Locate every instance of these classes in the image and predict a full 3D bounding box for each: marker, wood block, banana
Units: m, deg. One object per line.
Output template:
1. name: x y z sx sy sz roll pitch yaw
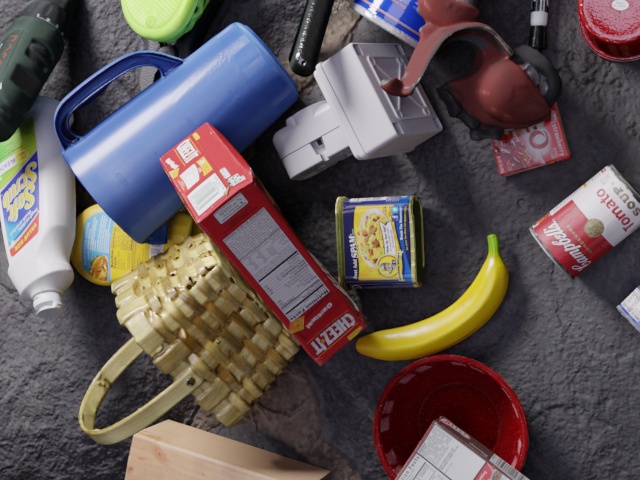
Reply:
1. marker: 0.224 -0.251 1.088 0.020 0.020 0.121 4 93 19
2. wood block: -0.105 0.276 1.179 0.206 0.090 0.090 14 96 18
3. banana: 0.129 0.079 1.123 0.198 0.037 0.070 -39 68 15

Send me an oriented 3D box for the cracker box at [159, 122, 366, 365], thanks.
1. cracker box: -0.057 0.001 1.063 0.072 0.164 0.213 -39 122 -1

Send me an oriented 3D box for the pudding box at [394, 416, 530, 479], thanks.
1. pudding box: 0.138 0.245 1.063 0.113 0.039 0.090 36 103 17

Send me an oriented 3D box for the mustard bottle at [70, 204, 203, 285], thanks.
1. mustard bottle: -0.231 0.006 1.231 0.192 0.058 0.096 7 97 18

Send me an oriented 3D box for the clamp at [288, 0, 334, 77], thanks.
1. clamp: 0.005 -0.266 1.095 0.036 0.164 0.210 17 94 -7

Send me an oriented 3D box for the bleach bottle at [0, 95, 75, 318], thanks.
1. bleach bottle: -0.316 -0.034 1.212 0.103 0.068 0.251 -26 63 23

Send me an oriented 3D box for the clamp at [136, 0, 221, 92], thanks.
1. clamp: -0.161 -0.215 1.212 0.120 0.039 0.171 -8 88 22

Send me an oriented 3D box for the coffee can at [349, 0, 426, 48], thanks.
1. coffee can: 0.109 -0.271 1.082 0.103 0.102 0.140 35 102 15

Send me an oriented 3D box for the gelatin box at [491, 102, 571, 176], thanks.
1. gelatin box: 0.209 -0.117 1.091 0.073 0.030 0.089 -15 87 18

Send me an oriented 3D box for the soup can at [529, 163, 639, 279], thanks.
1. soup can: 0.268 -0.018 1.055 0.102 0.068 0.068 -41 79 15

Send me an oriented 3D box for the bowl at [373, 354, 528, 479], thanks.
1. bowl: 0.139 0.196 1.111 0.162 0.055 0.162 1 92 19

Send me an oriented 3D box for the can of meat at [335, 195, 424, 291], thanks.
1. can of meat: 0.064 0.002 1.131 0.084 0.057 0.102 -2 92 17

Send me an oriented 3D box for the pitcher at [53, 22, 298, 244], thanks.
1. pitcher: -0.152 -0.126 1.137 0.243 0.149 0.145 -40 64 -1
